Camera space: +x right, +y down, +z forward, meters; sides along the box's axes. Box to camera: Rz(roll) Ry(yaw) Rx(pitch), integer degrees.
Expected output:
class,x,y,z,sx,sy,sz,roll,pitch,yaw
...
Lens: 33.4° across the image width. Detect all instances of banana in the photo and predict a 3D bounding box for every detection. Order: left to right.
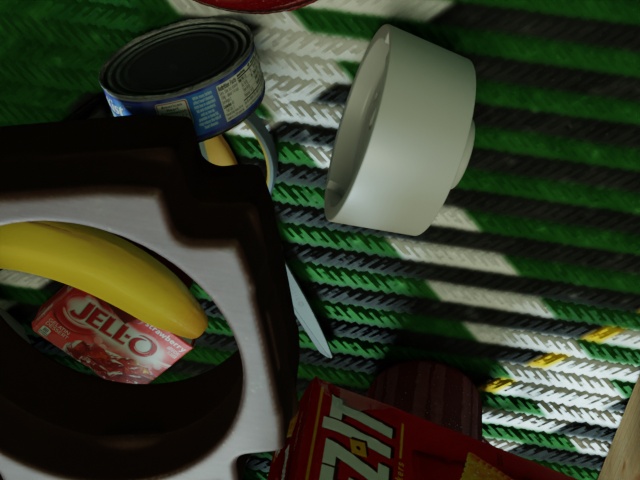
class,x,y,z,sx,sy,sz,roll,pitch,yaw
banana,-0.162,0.014,0.630,0.198,0.037,0.070,8,129,3

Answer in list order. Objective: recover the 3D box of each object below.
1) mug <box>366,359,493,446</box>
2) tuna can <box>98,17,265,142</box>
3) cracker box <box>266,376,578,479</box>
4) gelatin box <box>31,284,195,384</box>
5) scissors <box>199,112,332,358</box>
class,x,y,z,sx,sy,sz,roll,pitch,yaw
mug,0.078,0.140,0.718,0.117,0.081,0.093,25,126,-9
tuna can,-0.074,-0.086,0.577,0.086,0.086,0.034,-6,127,13
cracker box,0.072,0.184,0.598,0.213,0.164,0.072,23,124,-7
gelatin box,-0.139,0.058,0.728,0.089,0.030,0.073,39,122,-19
scissors,-0.054,0.001,0.681,0.096,0.016,0.202,-2,125,13
